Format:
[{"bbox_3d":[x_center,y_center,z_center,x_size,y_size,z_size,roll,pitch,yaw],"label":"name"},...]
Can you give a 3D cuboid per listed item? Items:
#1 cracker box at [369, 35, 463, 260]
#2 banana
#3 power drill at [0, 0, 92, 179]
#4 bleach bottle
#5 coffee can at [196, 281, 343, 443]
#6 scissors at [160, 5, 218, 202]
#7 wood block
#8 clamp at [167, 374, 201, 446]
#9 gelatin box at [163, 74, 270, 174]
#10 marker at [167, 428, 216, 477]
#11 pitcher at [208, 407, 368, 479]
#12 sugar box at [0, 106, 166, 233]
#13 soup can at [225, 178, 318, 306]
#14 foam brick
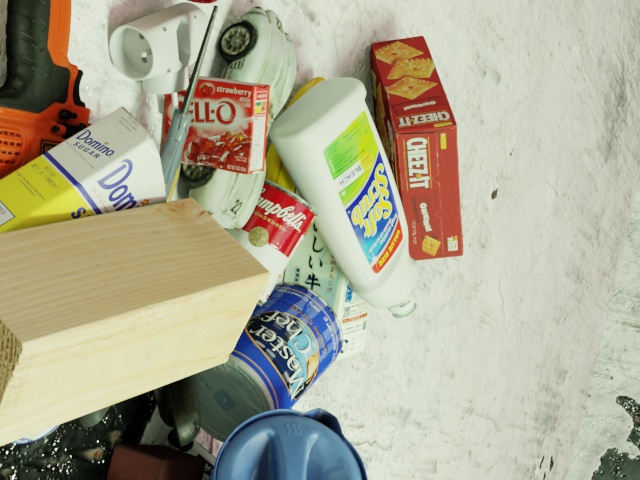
[{"bbox_3d":[0.104,-0.105,1.176,0.213,0.072,0.164,-96,178,-54],"label":"cracker box"},{"bbox_3d":[-0.033,-0.076,1.066,0.069,0.037,0.198,27,77,-77],"label":"banana"},{"bbox_3d":[-0.171,-0.127,0.746,0.184,0.057,0.188,2,99,-63],"label":"power drill"},{"bbox_3d":[0.043,-0.030,1.057,0.102,0.068,0.250,-44,123,-26],"label":"bleach bottle"},{"bbox_3d":[-0.055,0.117,1.026,0.140,0.103,0.103,-42,136,-50],"label":"coffee can"},{"bbox_3d":[-0.116,-0.077,0.832,0.096,0.016,0.202,-71,-179,-54],"label":"scissors"},{"bbox_3d":[-0.143,0.046,0.683,0.205,0.091,0.090,-15,140,-51],"label":"wood block"},{"bbox_3d":[-0.116,0.074,0.811,0.209,0.165,0.036,-43,139,-46],"label":"clamp"},{"bbox_3d":[-0.088,-0.097,0.886,0.030,0.089,0.073,-18,117,-61],"label":"gelatin box"},{"bbox_3d":[-0.117,0.210,1.038,0.020,0.020,0.121,-66,151,-23],"label":"marker"},{"bbox_3d":[-0.058,0.263,0.965,0.149,0.145,0.243,-11,154,-23],"label":"pitcher"},{"bbox_3d":[-0.184,-0.005,0.707,0.176,0.048,0.093,-35,151,-22],"label":"sugar box"},{"bbox_3d":[-0.057,0.001,0.993,0.102,0.069,0.068,-60,151,-7],"label":"soup can"},{"bbox_3d":[-0.146,0.212,0.945,0.078,0.053,0.051,25,79,-62],"label":"foam brick"}]
